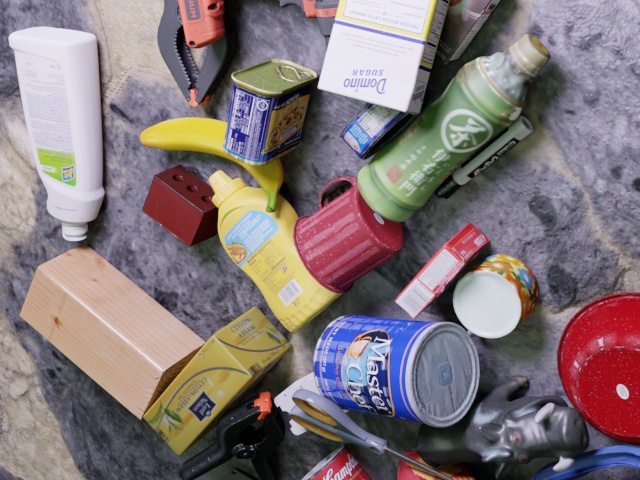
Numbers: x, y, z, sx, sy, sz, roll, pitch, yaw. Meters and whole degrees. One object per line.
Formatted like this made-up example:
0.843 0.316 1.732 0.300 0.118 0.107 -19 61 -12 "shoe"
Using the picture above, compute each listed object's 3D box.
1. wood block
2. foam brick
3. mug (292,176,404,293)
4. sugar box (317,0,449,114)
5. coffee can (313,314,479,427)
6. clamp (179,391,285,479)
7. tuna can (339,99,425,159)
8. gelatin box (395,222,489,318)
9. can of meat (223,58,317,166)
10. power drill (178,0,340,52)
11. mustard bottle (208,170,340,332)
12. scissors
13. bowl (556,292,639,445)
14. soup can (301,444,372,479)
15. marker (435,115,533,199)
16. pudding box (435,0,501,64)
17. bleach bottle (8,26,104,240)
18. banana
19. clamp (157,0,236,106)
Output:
-0.255 0.109 1.308 0.206 0.090 0.091 37 123 14 "wood block"
-0.154 -0.040 1.217 0.078 0.052 0.051 35 121 15 "foam brick"
0.030 -0.014 1.105 0.082 0.093 0.117 -34 52 30 "mug"
0.066 -0.210 0.966 0.093 0.048 0.176 19 102 22 "sugar box"
0.076 0.130 1.090 0.141 0.102 0.103 0 108 48 "coffee can"
-0.098 0.238 1.242 0.120 0.039 0.172 0 132 -15 "clamp"
0.061 -0.118 1.042 0.034 0.086 0.086 49 124 5 "tuna can"
0.123 0.031 1.066 0.030 0.073 0.089 44 122 9 "gelatin box"
-0.053 -0.132 1.097 0.057 0.101 0.084 25 120 21 "can of meat"
-0.045 -0.238 1.063 0.188 0.057 0.184 -4 109 16 "power drill"
-0.057 0.001 1.171 0.191 0.058 0.096 51 129 5 "mustard bottle"
0.049 0.201 1.108 0.202 0.016 0.096 14 149 30 "scissors"
0.296 0.133 1.012 0.162 0.055 0.162 11 112 28 "bowl"
0.033 0.294 1.216 0.102 0.068 0.069 50 124 6 "soup can"
0.156 -0.078 1.040 0.121 0.020 0.020 -40 85 34 "marker"
0.108 -0.235 1.001 0.113 0.039 0.090 42 122 11 "pudding box"
-0.308 -0.122 1.274 0.103 0.068 0.251 13 115 26 "bleach bottle"
-0.109 -0.099 1.165 0.198 0.069 0.037 28 151 28 "banana"
-0.125 -0.249 1.135 0.165 0.036 0.210 2 108 27 "clamp"
